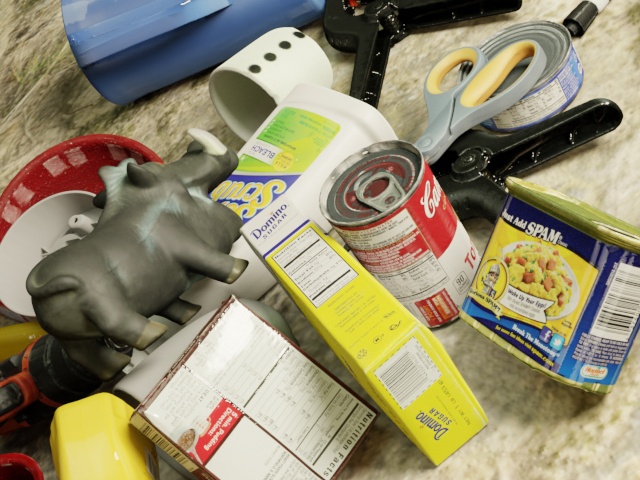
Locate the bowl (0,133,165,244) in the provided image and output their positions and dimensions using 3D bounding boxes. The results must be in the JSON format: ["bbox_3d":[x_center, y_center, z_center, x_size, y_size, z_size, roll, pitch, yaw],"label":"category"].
[{"bbox_3d":[-0.180,-0.002,0.848,0.162,0.055,0.162,-6,64,13],"label":"bowl"}]

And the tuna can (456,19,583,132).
[{"bbox_3d":[0.143,-0.117,0.764,0.086,0.033,0.086,-22,39,18],"label":"tuna can"}]

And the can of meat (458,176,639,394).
[{"bbox_3d":[0.129,0.023,0.573,0.102,0.057,0.084,36,110,53],"label":"can of meat"}]

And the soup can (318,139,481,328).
[{"bbox_3d":[0.052,-0.002,0.650,0.069,0.102,0.068,-22,38,18],"label":"soup can"}]

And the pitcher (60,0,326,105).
[{"bbox_3d":[-0.116,-0.224,1.009,0.243,0.145,0.149,-17,61,19],"label":"pitcher"}]

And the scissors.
[{"bbox_3d":[0.068,-0.072,0.731,0.201,0.016,0.096,-41,35,-8],"label":"scissors"}]

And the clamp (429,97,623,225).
[{"bbox_3d":[0.106,-0.035,0.699,0.172,0.039,0.120,-9,39,40],"label":"clamp"}]

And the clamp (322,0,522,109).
[{"bbox_3d":[0.067,-0.190,0.903,0.164,0.036,0.210,-33,36,4],"label":"clamp"}]

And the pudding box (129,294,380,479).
[{"bbox_3d":[-0.036,0.100,0.605,0.090,0.113,0.039,-51,3,-22],"label":"pudding box"}]

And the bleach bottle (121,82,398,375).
[{"bbox_3d":[-0.055,0.001,0.769,0.103,0.068,0.250,27,72,42],"label":"bleach bottle"}]

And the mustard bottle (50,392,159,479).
[{"bbox_3d":[-0.104,0.181,0.573,0.058,0.096,0.192,-17,44,-7],"label":"mustard bottle"}]

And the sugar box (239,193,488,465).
[{"bbox_3d":[0.020,0.047,0.631,0.048,0.093,0.176,-40,36,-7],"label":"sugar box"}]

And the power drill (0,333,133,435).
[{"bbox_3d":[-0.226,0.116,0.692,0.185,0.057,0.187,-32,-3,41],"label":"power drill"}]
